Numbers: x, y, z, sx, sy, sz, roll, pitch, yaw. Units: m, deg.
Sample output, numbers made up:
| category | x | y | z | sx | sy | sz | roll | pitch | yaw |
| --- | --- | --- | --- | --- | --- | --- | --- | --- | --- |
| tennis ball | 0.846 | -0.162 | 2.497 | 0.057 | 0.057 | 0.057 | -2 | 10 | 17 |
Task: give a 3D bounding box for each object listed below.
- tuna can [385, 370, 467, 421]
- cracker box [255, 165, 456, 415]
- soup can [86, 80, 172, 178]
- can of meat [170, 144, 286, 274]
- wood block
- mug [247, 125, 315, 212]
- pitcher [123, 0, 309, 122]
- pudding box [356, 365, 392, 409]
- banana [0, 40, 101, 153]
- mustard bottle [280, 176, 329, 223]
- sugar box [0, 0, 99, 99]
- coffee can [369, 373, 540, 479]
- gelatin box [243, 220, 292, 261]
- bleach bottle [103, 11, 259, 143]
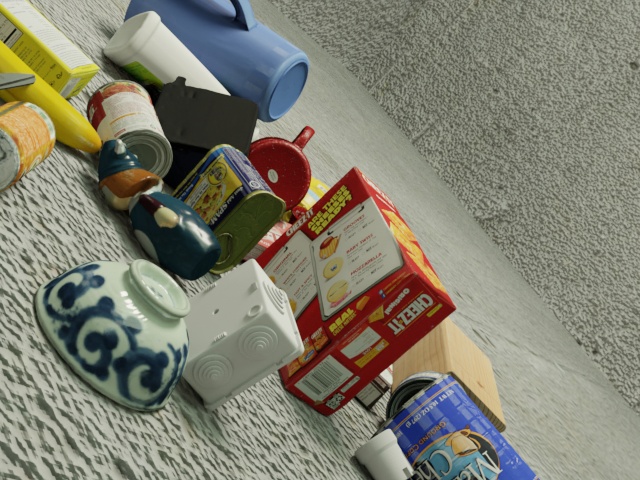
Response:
| category | x | y | z | sx | sy | sz | roll | pitch | yaw |
| --- | --- | --- | --- | --- | --- | --- | --- | --- | --- |
| tuna can | 0.111 | 0.179 | 1.097 | 0.086 | 0.086 | 0.033 | 48 | 14 | 8 |
| cracker box | 0.023 | 0.046 | 1.052 | 0.072 | 0.164 | 0.214 | 40 | 14 | -30 |
| soup can | -0.190 | -0.105 | 1.059 | 0.068 | 0.068 | 0.102 | 35 | 16 | -40 |
| can of meat | -0.097 | -0.032 | 1.056 | 0.057 | 0.102 | 0.084 | 28 | 19 | -52 |
| wood block | 0.142 | 0.171 | 1.222 | 0.091 | 0.090 | 0.206 | 46 | 12 | -6 |
| mug | -0.046 | -0.083 | 1.227 | 0.093 | 0.117 | 0.081 | 41 | -1 | -6 |
| pitcher | -0.137 | -0.271 | 1.445 | 0.243 | 0.145 | 0.149 | 33 | -2 | 16 |
| pudding box | 0.035 | 0.121 | 1.149 | 0.090 | 0.039 | 0.113 | 44 | 10 | -6 |
| banana | -0.280 | -0.150 | 0.977 | 0.197 | 0.037 | 0.069 | 44 | 14 | -7 |
| mustard bottle | -0.020 | -0.041 | 1.437 | 0.096 | 0.058 | 0.191 | 48 | 12 | 2 |
| sugar box | -0.310 | -0.215 | 1.070 | 0.176 | 0.048 | 0.093 | 41 | 12 | -4 |
| coffee can | 0.130 | 0.212 | 1.012 | 0.140 | 0.103 | 0.102 | 49 | 13 | 16 |
| gelatin box | -0.058 | 0.001 | 1.180 | 0.089 | 0.030 | 0.073 | 24 | 27 | -21 |
| bleach bottle | -0.159 | -0.187 | 1.386 | 0.250 | 0.068 | 0.103 | 41 | -18 | -27 |
